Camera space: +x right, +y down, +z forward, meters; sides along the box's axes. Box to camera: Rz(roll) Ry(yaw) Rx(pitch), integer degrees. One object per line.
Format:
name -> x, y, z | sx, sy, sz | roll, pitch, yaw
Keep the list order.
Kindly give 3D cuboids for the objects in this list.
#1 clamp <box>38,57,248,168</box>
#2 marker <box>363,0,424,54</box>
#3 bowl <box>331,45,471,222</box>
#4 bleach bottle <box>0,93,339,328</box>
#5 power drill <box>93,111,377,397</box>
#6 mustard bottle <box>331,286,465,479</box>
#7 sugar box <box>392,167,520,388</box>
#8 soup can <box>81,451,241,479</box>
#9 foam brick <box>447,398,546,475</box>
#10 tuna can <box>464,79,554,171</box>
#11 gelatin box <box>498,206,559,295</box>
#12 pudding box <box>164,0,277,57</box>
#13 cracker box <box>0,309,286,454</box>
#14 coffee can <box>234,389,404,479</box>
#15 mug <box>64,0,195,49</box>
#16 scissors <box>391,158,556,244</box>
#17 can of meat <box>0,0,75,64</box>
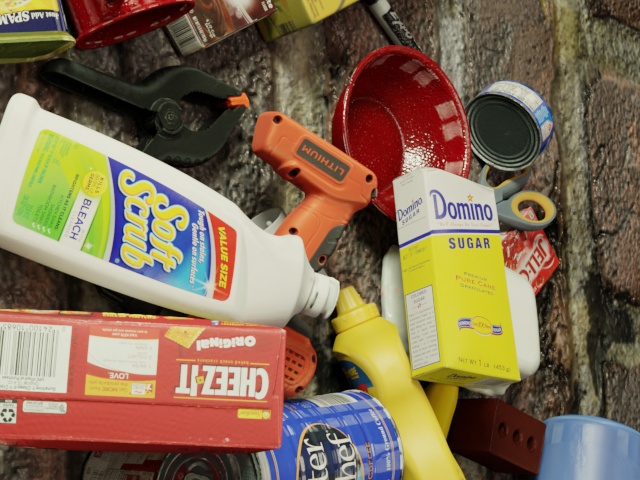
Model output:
clamp -> -0.130, -0.096, 0.801 | 0.171, 0.039, 0.120 | -33, 111, -42
marker -> 0.069, -0.199, 0.999 | 0.121, 0.020, 0.020 | 50, 55, -25
bowl -> 0.062, -0.090, 0.955 | 0.161, 0.055, 0.162 | 6, 80, -40
bleach bottle -> -0.104, -0.008, 0.728 | 0.250, 0.068, 0.102 | 20, 82, -13
power drill -> -0.055, 0.001, 0.800 | 0.184, 0.057, 0.187 | 31, 81, -17
mustard bottle -> 0.057, 0.128, 0.890 | 0.058, 0.096, 0.191 | -22, 83, -11
sugar box -> 0.113, 0.031, 0.891 | 0.093, 0.048, 0.176 | 14, 64, -39
soup can -> -0.112, 0.167, 0.737 | 0.068, 0.102, 0.068 | 7, 80, -41
foam brick -> 0.168, 0.186, 1.013 | 0.078, 0.051, 0.053 | 29, 66, -35
tuna can -> 0.184, -0.113, 1.044 | 0.033, 0.086, 0.086 | -43, 112, -38
gelatin box -> 0.198, 0.020, 1.077 | 0.089, 0.030, 0.073 | -44, 113, -35
pudding box -> -0.096, -0.213, 0.843 | 0.089, 0.039, 0.113 | -37, 108, -38
cracker box -> -0.111, 0.084, 0.642 | 0.164, 0.214, 0.072 | 3, 83, -7
coffee can -> -0.021, 0.172, 0.816 | 0.140, 0.103, 0.103 | -1, 85, -42
mug -> -0.148, -0.190, 0.752 | 0.093, 0.117, 0.081 | -20, 94, 4
scissors -> 0.159, -0.019, 1.034 | 0.096, 0.016, 0.201 | 43, 52, 8
can of meat -> -0.224, -0.165, 0.714 | 0.101, 0.058, 0.084 | -13, 91, -42
